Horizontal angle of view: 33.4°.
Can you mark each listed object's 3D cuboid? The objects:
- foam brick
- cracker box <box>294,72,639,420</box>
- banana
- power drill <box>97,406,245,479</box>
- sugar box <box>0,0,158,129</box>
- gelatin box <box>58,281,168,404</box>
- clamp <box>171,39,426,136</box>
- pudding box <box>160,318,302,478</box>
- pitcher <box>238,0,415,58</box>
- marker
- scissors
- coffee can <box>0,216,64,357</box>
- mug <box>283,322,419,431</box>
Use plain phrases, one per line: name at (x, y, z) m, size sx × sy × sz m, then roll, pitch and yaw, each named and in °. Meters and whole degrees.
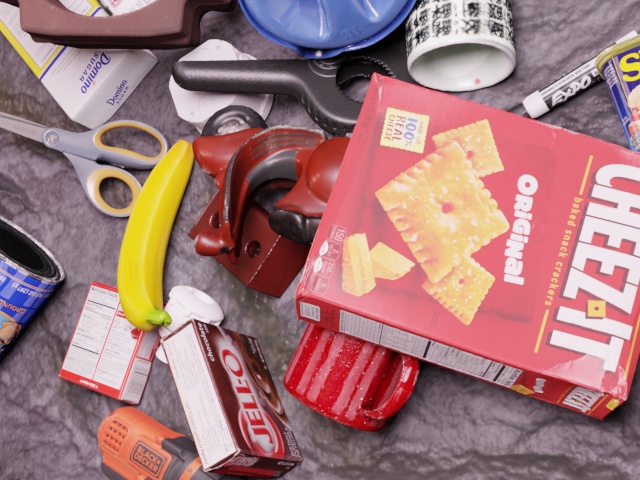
foam brick at (-0.056, 0.001, 0.855) m, size 0.078 × 0.051 × 0.053 m, roll 37°, pitch 95°, yaw 31°
cracker box at (0.109, 0.002, 0.693) m, size 0.214 × 0.072 × 0.164 m, roll 18°, pitch 73°, yaw 7°
banana at (-0.136, 0.003, 0.888) m, size 0.070 × 0.037 × 0.198 m, roll -23°, pitch 46°, yaw 26°
power drill at (-0.130, 0.244, 0.825) m, size 0.185 × 0.057 × 0.187 m, roll 24°, pitch 85°, yaw 35°
sugar box at (-0.237, -0.193, 1.015) m, size 0.093 × 0.048 × 0.176 m, roll -47°, pitch 63°, yaw 10°
gelatin box at (-0.174, 0.086, 0.908) m, size 0.073 × 0.030 × 0.089 m, roll 13°, pitch 80°, yaw 31°
clamp at (0.009, -0.146, 0.853) m, size 0.210 × 0.036 × 0.164 m, roll 27°, pitch 66°, yaw 17°
pudding box at (-0.067, 0.121, 0.804) m, size 0.039 × 0.090 × 0.113 m, roll -34°, pitch 62°, yaw 16°
pitcher at (-0.001, -0.273, 0.819) m, size 0.149 × 0.144 × 0.243 m, roll -32°, pitch 42°, yaw 25°
marker at (0.179, -0.112, 0.778) m, size 0.121 × 0.020 × 0.020 m, roll -31°, pitch 63°, yaw 17°
scissors at (-0.233, -0.072, 0.958) m, size 0.202 × 0.016 × 0.096 m, roll 3°, pitch 90°, yaw 11°
coffee can at (-0.311, 0.057, 0.948) m, size 0.140 × 0.102 × 0.103 m, roll -51°, pitch 59°, yaw 7°
mug at (0.030, 0.087, 0.757) m, size 0.117 × 0.093 × 0.081 m, roll 31°, pitch 97°, yaw 57°
